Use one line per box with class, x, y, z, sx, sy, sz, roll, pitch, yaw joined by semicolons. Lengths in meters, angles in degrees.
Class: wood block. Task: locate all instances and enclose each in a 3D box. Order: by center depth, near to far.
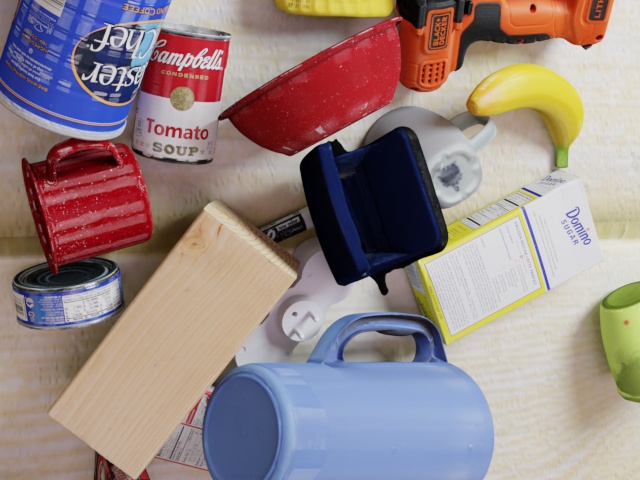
wood block;-0.116;0.076;0.865;0.091;0.090;0.206;38;97;-3

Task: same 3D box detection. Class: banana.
banana;0.186;-0.116;0.920;0.197;0.037;0.069;18;81;-52

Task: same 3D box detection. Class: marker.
marker;-0.056;0.001;0.922;0.121;0.020;0.020;-25;112;-10

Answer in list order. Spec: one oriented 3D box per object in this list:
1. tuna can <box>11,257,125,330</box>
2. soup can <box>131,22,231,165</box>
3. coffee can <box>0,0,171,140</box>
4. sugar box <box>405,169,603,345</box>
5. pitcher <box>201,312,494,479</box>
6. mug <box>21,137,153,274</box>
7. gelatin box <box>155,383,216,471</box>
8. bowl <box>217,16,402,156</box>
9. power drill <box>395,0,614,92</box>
tuna can;-0.201;0.041;0.850;0.086;0.086;0.034;-9;107;-16
soup can;-0.110;-0.117;0.842;0.068;0.069;0.102;4;106;-20
coffee can;-0.168;-0.158;0.773;0.102;0.103;0.140;16;115;-22
sugar box;0.169;0.014;0.988;0.176;0.048;0.093;-27;113;-13
pitcher;0.024;0.151;0.895;0.242;0.149;0.145;11;127;-44
mug;-0.180;-0.037;0.825;0.081;0.093;0.117;-16;141;-19
gelatin box;-0.101;0.165;0.952;0.089;0.030;0.073;20;100;-22
bowl;0.003;-0.110;0.825;0.162;0.162;0.055;-29;94;-8
power drill;0.152;-0.216;0.878;0.187;0.057;0.184;-10;134;-14
